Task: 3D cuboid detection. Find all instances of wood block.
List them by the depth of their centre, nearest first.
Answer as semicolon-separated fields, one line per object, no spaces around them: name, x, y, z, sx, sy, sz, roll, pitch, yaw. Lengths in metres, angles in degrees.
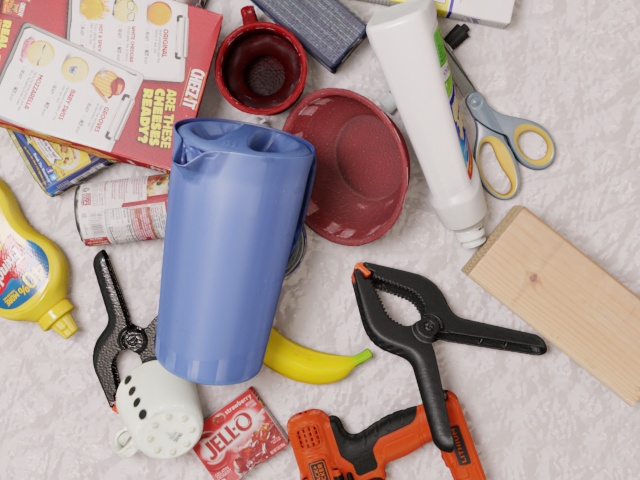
wood block;0.254;0.063;1.082;0.206;0.090;0.091;39;94;1

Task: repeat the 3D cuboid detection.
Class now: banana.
banana;-0.046;0.100;1.126;0.198;0.037;0.069;30;79;1

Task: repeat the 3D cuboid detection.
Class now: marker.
marker;0.110;-0.181;1.117;0.121;0.020;0.020;-44;89;3

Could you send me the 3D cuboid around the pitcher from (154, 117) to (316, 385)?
pitcher;-0.083;0.009;1.030;0.149;0.145;0.243;8;109;-10

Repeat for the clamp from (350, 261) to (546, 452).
clamp;0.106;0.104;1.089;0.210;0.036;0.164;36;62;12

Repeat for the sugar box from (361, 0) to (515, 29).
sugar box;0.117;-0.282;1.102;0.176;0.048;0.093;12;93;-1

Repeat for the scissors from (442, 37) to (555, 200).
scissors;0.181;-0.143;1.109;0.096;0.016;0.202;-17;96;-1

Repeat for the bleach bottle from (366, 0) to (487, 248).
bleach bottle;0.117;-0.112;1.077;0.068;0.102;0.251;-15;109;16

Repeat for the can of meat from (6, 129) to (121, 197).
can of meat;-0.270;-0.107;1.121;0.084;0.057;0.102;-29;90;5

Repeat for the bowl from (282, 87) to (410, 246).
bowl;0.035;-0.078;1.084;0.162;0.055;0.162;14;113;35

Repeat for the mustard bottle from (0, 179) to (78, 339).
mustard bottle;-0.324;0.027;1.126;0.096;0.058;0.191;-41;90;3

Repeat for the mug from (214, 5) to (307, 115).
mug;-0.061;-0.183;1.095;0.093;0.081;0.117;-17;91;3

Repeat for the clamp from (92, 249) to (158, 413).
clamp;-0.205;0.094;1.131;0.120;0.039;0.171;23;93;5

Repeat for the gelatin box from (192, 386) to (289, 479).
gelatin box;-0.089;0.210;1.132;0.089;0.030;0.073;-35;89;3

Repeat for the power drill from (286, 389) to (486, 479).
power drill;0.073;0.246;1.111;0.187;0.057;0.184;-18;90;3

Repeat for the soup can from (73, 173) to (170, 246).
soup can;-0.198;-0.031;1.113;0.102;0.068;0.068;-7;91;3

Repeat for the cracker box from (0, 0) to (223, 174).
cracker box;-0.220;-0.169;1.056;0.213;0.072;0.164;15;87;-6
